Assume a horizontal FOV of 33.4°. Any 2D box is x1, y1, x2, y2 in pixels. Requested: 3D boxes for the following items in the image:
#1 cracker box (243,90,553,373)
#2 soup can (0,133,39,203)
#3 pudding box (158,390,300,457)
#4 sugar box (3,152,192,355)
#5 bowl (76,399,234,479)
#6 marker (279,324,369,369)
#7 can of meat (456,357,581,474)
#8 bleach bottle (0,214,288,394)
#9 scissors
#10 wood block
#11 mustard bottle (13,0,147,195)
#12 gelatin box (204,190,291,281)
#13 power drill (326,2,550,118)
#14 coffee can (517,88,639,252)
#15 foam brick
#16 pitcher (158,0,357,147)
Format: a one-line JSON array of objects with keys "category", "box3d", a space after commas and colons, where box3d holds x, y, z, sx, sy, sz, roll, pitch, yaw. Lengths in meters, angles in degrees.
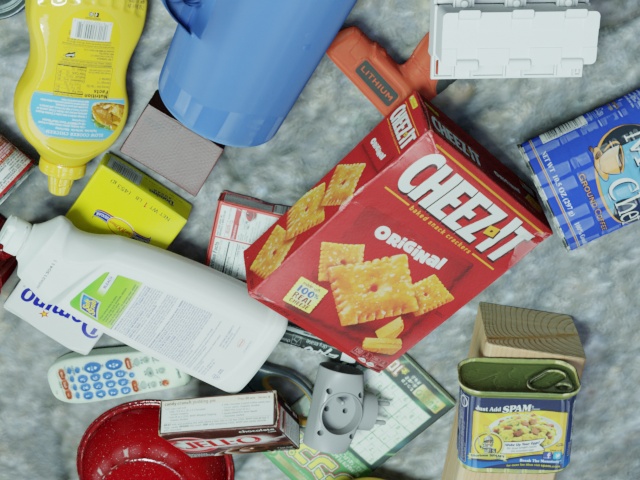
[{"category": "cracker box", "box3d": [0.064, 0.003, 0.917, 0.164, 0.072, 0.214, 35, 116, -30]}, {"category": "soup can", "box3d": [-0.308, -0.077, 0.935, 0.069, 0.068, 0.102, -42, 104, 16]}, {"category": "pudding box", "box3d": [-0.083, 0.171, 0.989, 0.113, 0.039, 0.090, -8, 156, 10]}, {"category": "sugar box", "box3d": [-0.205, 0.015, 0.979, 0.093, 0.048, 0.176, 34, 108, -13]}, {"category": "bowl", "box3d": [-0.169, 0.242, 1.063, 0.162, 0.055, 0.162, 1, 111, 2]}, {"category": "marker", "box3d": [0.004, 0.100, 1.010, 0.121, 0.020, 0.020, 16, 111, 4]}, {"category": "can of meat", "box3d": [0.167, 0.151, 0.915, 0.102, 0.057, 0.084, 1, 113, 4]}, {"category": "bleach bottle", "box3d": [-0.158, 0.041, 0.934, 0.250, 0.068, 0.103, 29, 112, -19]}, {"category": "scissors", "box3d": [-0.091, 0.123, 1.029, 0.201, 0.016, 0.096, 39, 109, -6]}, {"category": "wood block", "box3d": [0.176, 0.175, 1.003, 0.091, 0.090, 0.206, 9, 112, 0]}, {"category": "mustard bottle", "box3d": [-0.210, -0.128, 0.911, 0.096, 0.058, 0.192, 1, 116, -29]}, {"category": "gelatin box", "box3d": [-0.057, 0.001, 0.976, 0.089, 0.030, 0.073, 13, 113, -3]}, {"category": "power drill", "box3d": [0.094, -0.197, 0.876, 0.188, 0.057, 0.184, -39, 105, 16]}, {"category": "coffee can", "box3d": [0.251, -0.065, 0.897, 0.140, 0.103, 0.103, -25, 108, 12]}, {"category": "foam brick", "box3d": [-0.126, -0.086, 0.933, 0.078, 0.051, 0.053, 32, 108, -10]}, {"category": "pitcher", "box3d": [-0.045, -0.194, 0.815, 0.149, 0.145, 0.243, 30, 124, -2]}]
